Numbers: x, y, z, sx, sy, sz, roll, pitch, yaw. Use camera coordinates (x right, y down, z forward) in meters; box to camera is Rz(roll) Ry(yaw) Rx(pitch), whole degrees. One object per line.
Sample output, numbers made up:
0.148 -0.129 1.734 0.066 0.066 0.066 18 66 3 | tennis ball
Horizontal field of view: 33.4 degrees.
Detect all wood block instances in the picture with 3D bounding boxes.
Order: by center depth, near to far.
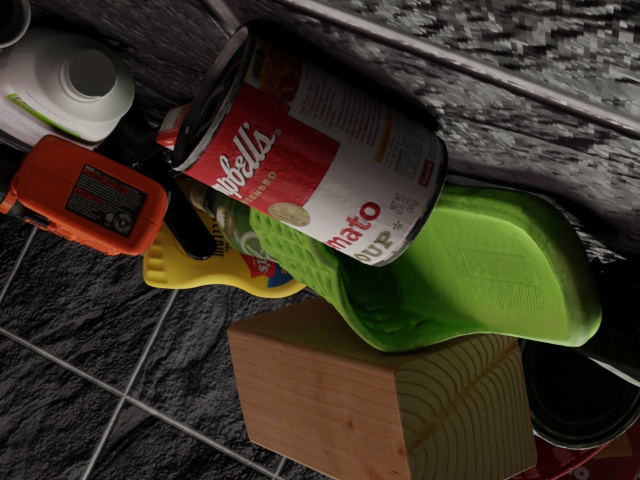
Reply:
0.030 0.096 0.689 0.090 0.090 0.206 -15 -170 -29 | wood block

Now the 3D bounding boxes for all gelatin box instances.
-0.063 -0.063 0.737 0.089 0.030 0.073 25 175 -19 | gelatin box

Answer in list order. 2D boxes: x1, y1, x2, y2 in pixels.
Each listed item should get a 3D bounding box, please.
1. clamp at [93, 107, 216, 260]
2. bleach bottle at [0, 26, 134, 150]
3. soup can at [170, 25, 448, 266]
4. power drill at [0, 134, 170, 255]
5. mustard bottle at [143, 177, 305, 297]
-0.137 -0.053 0.869 0.039 0.120 0.172 -17 -157 -30 | clamp
-0.173 -0.100 0.734 0.102 0.068 0.251 26 173 -22 | bleach bottle
-0.004 -0.039 0.465 0.102 0.068 0.069 27 175 -19 | soup can
-0.205 -0.040 0.804 0.184 0.057 0.188 25 172 -24 | power drill
-0.056 0.001 0.938 0.191 0.096 0.058 6 178 -6 | mustard bottle
